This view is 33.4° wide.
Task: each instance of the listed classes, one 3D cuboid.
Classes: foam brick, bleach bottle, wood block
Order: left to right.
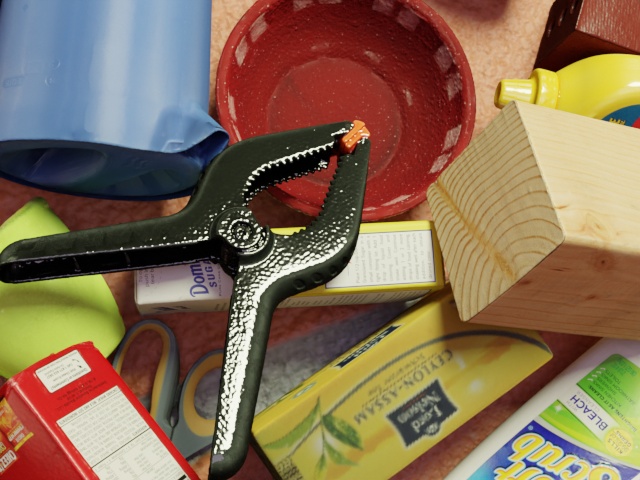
[{"bbox_3d":[0.131,0.162,0.647,0.250,0.068,0.103,-40,63,-11],"label":"bleach bottle"},{"bbox_3d":[0.181,-0.139,0.696,0.051,0.078,0.053,18,78,-5],"label":"foam brick"},{"bbox_3d":[0.177,-0.002,0.609,0.205,0.090,0.091,7,54,-29],"label":"wood block"}]

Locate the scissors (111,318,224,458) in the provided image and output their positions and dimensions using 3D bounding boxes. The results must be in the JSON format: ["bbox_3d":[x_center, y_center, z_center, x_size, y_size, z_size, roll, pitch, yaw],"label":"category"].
[{"bbox_3d":[-0.089,0.148,0.652,0.096,0.016,0.202,0,89,-15],"label":"scissors"}]

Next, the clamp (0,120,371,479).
[{"bbox_3d":[-0.054,0.001,0.567,0.164,0.036,0.209,35,63,8],"label":"clamp"}]

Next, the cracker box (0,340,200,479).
[{"bbox_3d":[-0.117,0.183,0.565,0.214,0.072,0.164,50,122,6],"label":"cracker box"}]

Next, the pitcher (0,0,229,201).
[{"bbox_3d":[-0.134,-0.150,0.637,0.149,0.145,0.243,8,77,-21],"label":"pitcher"}]

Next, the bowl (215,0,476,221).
[{"bbox_3d":[0.013,-0.083,0.673,0.162,0.055,0.162,2,77,-8],"label":"bowl"}]

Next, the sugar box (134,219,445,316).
[{"bbox_3d":[-0.022,0.017,0.639,0.176,0.093,0.048,-1,82,-8],"label":"sugar box"}]
